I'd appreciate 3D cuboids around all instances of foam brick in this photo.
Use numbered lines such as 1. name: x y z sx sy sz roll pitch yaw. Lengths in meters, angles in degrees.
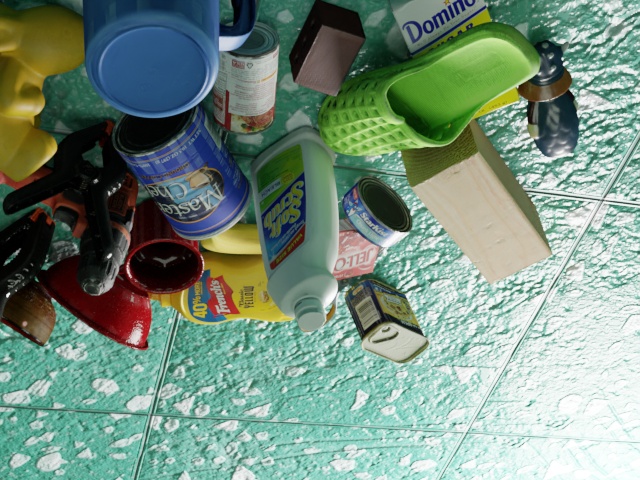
1. foam brick: 0.006 -0.202 1.118 0.051 0.053 0.078 13 130 -21

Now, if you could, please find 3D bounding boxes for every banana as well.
1. banana: -0.073 -0.001 1.287 0.197 0.070 0.037 2 95 -41

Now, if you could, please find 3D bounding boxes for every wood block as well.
1. wood block: 0.185 -0.051 1.270 0.090 0.091 0.206 -28 133 18

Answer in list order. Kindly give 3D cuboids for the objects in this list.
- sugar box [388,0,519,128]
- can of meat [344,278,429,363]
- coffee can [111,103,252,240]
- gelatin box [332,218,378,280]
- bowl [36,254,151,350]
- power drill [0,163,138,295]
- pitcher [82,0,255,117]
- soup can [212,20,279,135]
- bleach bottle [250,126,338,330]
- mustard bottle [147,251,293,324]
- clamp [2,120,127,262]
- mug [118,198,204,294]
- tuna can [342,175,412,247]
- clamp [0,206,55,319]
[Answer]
1. sugar box: 0.144 -0.207 1.142 0.093 0.048 0.176 -21 135 13
2. can of meat: 0.085 0.104 1.399 0.058 0.084 0.101 -42 136 23
3. coffee can: -0.149 -0.083 1.171 0.103 0.103 0.140 -21 134 10
4. gelatin box: 0.033 0.010 1.314 0.089 0.030 0.073 -10 126 -37
5. bowl: -0.259 0.063 1.283 0.162 0.162 0.055 35 93 -35
6. power drill: -0.294 -0.032 1.154 0.187 0.184 0.057 22 127 -16
7. pitcher: -0.139 -0.219 0.941 0.149 0.243 0.145 -13 137 4
8. soup can: -0.079 -0.171 1.122 0.068 0.068 0.102 -2 134 -9
9. bleach bottle: -0.018 -0.009 1.162 0.103 0.251 0.068 -31 131 19
10. mustard bottle: -0.126 0.060 1.345 0.191 0.058 0.096 -2 122 -6
11. clamp: -0.245 -0.056 1.129 0.120 0.171 0.039 39 138 -13
12. mug: -0.198 0.007 1.266 0.117 0.081 0.093 -17 135 6
13. tuna can: 0.067 -0.034 1.270 0.086 0.086 0.034 26 126 -31
14. clamp: -0.386 0.048 1.227 0.165 0.209 0.036 9 147 35
